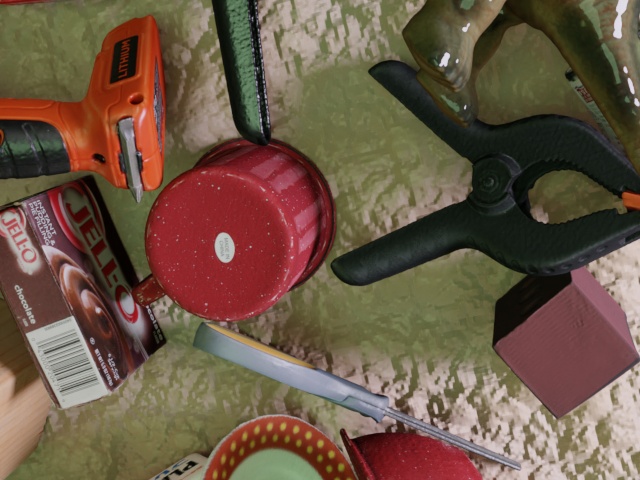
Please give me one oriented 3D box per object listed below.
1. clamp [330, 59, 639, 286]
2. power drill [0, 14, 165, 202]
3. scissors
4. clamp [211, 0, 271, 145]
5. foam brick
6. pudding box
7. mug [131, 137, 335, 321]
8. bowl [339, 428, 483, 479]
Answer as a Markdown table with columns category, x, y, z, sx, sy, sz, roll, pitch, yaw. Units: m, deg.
| category | x | y | z | sx | sy | sz | roll | pitch | yaw |
| --- | --- | --- | --- | --- | --- | --- | --- | --- | --- |
| clamp | 0.085 | -0.036 | 0.534 | 0.172 | 0.039 | 0.120 | 0 | 88 | 26 |
| power drill | -0.177 | -0.074 | 0.560 | 0.187 | 0.184 | 0.057 | -6 | 133 | -3 |
| scissors | 0.013 | 0.085 | 0.604 | 0.201 | 0.096 | 0.016 | 25 | 86 | -25 |
| clamp | -0.031 | -0.178 | 0.554 | 0.164 | 0.036 | 0.210 | -36 | 90 | 8 |
| foam brick | 0.124 | 0.046 | 0.550 | 0.053 | 0.078 | 0.051 | -41 | 93 | 16 |
| pudding box | -0.136 | 0.026 | 0.591 | 0.039 | 0.090 | 0.113 | -19 | 98 | 16 |
| mug | -0.054 | 0.001 | 0.573 | 0.117 | 0.081 | 0.093 | -30 | 95 | 15 |
| bowl | 0.068 | 0.161 | 0.554 | 0.055 | 0.162 | 0.162 | -25 | 96 | -5 |
